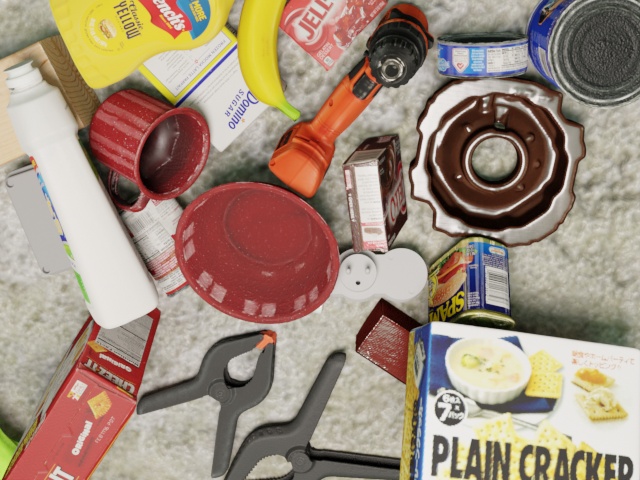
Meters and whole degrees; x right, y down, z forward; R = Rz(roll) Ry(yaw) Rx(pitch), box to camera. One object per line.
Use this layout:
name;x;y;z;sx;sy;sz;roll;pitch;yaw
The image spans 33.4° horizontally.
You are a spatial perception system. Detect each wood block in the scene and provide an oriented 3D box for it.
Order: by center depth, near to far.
wood block;-0.332;-0.117;1.047;0.206;0.090;0.091;-24;103;9

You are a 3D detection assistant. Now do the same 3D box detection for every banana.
banana;-0.041;-0.212;1.002;0.069;0.037;0.198;7;90;-2

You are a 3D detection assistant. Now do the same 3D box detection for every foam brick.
foam brick;0.080;0.108;1.108;0.078;0.053;0.051;34;105;-6

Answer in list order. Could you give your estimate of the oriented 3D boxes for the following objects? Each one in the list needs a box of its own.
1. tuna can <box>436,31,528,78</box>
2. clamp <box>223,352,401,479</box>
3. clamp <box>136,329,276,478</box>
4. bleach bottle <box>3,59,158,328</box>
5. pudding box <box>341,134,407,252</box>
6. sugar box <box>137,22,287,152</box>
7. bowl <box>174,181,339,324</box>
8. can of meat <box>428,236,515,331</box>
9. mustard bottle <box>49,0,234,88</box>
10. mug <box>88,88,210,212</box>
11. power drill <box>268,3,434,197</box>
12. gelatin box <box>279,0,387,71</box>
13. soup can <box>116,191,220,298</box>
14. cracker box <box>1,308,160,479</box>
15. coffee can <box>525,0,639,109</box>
tuna can;0.153;-0.175;1.007;0.086;0.086;0.034;-1;107;3
clamp;-0.021;0.220;1.153;0.210;0.036;0.164;-22;104;9
clamp;-0.115;0.158;1.140;0.120;0.039;0.171;31;98;-6
bleach bottle;-0.228;-0.046;0.988;0.068;0.103;0.251;-25;112;-12
pudding box;0.055;-0.047;1.034;0.039;0.113;0.090;-3;107;18
sugar box;-0.125;-0.181;1.041;0.093;0.048;0.176;-42;103;12
bowl;-0.057;0.001;1.031;0.162;0.055;0.162;6;124;8
can of meat;0.145;0.055;1.051;0.057;0.084;0.102;14;151;-19
mustard bottle;-0.142;-0.217;0.977;0.191;0.058;0.096;-22;105;5
mug;-0.170;-0.085;1.023;0.082;0.093;0.117;28;103;34
power drill;0.031;-0.128;0.986;0.057;0.184;0.188;40;113;-7
gelatin box;0.009;-0.221;1.030;0.073;0.030;0.089;41;103;-8
soup can;-0.158;-0.002;1.081;0.068;0.068;0.102;-35;101;11
cracker box;-0.232;0.158;1.054;0.072;0.213;0.164;31;105;-12
coffee can;0.247;-0.180;0.972;0.103;0.140;0.103;1;106;3
